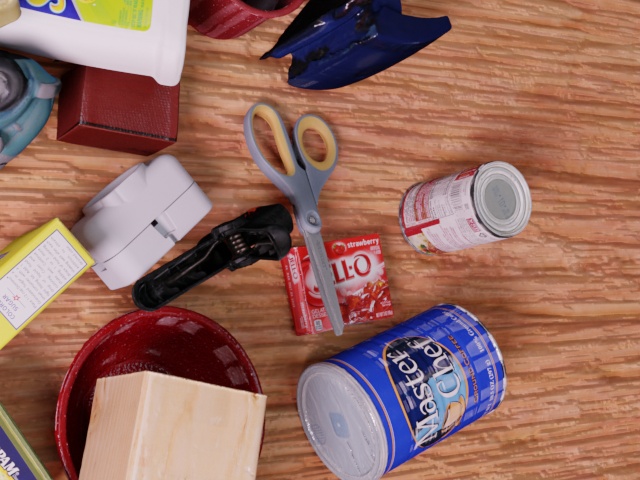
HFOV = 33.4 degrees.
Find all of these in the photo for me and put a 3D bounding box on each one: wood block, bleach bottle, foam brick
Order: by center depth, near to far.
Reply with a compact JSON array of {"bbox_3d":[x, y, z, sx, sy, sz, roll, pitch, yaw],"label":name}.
[{"bbox_3d":[-0.105,0.195,0.679,0.090,0.091,0.206,16,73,-27],"label":"wood block"},{"bbox_3d":[-0.216,-0.172,0.726,0.250,0.068,0.102,5,75,-11],"label":"bleach bottle"},{"bbox_3d":[-0.151,-0.098,0.794,0.078,0.053,0.051,8,77,-33],"label":"foam brick"}]

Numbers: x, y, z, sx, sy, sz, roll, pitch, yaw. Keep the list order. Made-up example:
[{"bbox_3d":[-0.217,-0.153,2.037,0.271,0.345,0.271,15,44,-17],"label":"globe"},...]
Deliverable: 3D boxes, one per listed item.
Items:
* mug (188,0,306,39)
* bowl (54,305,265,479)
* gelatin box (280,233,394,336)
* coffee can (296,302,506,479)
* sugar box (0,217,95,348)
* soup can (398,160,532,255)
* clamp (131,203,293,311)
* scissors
[{"bbox_3d":[-0.057,-0.210,0.857,0.117,0.082,0.093,0,81,-33],"label":"mug"},{"bbox_3d":[-0.122,0.130,0.770,0.161,0.055,0.162,6,78,-32],"label":"bowl"},{"bbox_3d":[0.014,0.036,0.890,0.089,0.030,0.073,-9,86,-34],"label":"gelatin box"},{"bbox_3d":[0.066,0.122,0.865,0.140,0.103,0.103,-22,94,-34],"label":"coffee can"},{"bbox_3d":[-0.234,0.061,0.687,0.176,0.094,0.048,-45,105,-31],"label":"sugar box"},{"bbox_3d":[0.125,-0.027,0.930,0.068,0.102,0.068,6,78,-32],"label":"soup can"},{"bbox_3d":[-0.055,0.001,0.787,0.039,0.120,0.171,70,23,-13],"label":"clamp"},{"bbox_3d":[0.001,-0.026,0.877,0.096,0.016,0.202,-21,80,-41],"label":"scissors"}]
